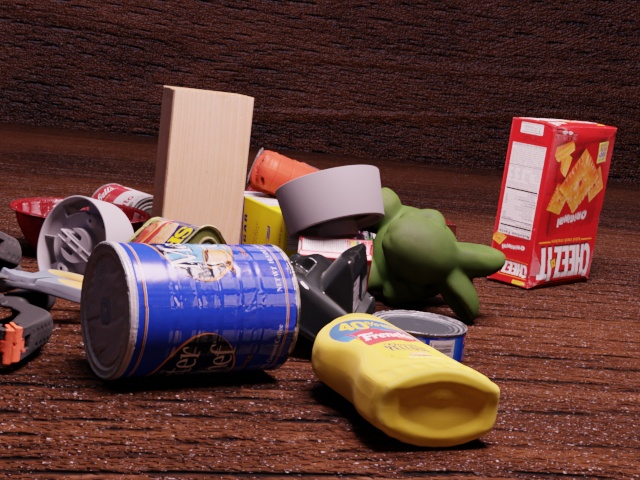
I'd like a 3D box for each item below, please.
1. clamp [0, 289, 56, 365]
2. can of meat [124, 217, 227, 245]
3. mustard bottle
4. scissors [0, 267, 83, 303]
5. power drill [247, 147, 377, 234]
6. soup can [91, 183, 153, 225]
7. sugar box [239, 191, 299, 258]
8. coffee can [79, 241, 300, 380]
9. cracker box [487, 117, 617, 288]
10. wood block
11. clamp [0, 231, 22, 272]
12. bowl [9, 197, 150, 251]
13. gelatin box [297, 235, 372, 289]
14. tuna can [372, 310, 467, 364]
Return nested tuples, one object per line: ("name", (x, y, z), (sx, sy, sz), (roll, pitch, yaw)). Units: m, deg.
("clamp", (-0.266, 0.060, 0.870), (0.164, 0.036, 0.210), (2, 8, -36))
("can of meat", (-0.147, 0.026, 0.997), (0.084, 0.057, 0.102), (12, 49, 47))
("mustard bottle", (0.047, 0.095, 0.800), (0.096, 0.058, 0.192), (4, 9, -23))
("scissors", (-0.259, 0.030, 0.912), (0.201, 0.016, 0.096), (15, 2, -25))
("power drill", (-0.006, -0.061, 1.319), (0.184, 0.057, 0.188), (24, -1, -17))
("soup can", (-0.242, -0.031, 1.360), (0.068, 0.068, 0.102), (-1, 12, -41))
("sugar box", (-0.058, 0.002, 1.205), (0.048, 0.093, 0.176), (2, 9, -27))
("coffee can", (-0.101, 0.053, 0.821), (0.140, 0.103, 0.103), (1, 10, -32))
("cracker box", (0.306, -0.050, 1.400), (0.072, 0.214, 0.163), (17, 14, 41))
("wood block", (-0.137, -0.065, 1.202), (0.090, 0.206, 0.090), (4, 9, -17))
("clamp", (-0.326, 0.018, 0.960), (0.120, 0.039, 0.172), (-6, -12, -20))
("bowl", (-0.281, -0.011, 1.241), (0.162, 0.055, 0.162), (6, 9, -1))
("gelatin box", (0.011, 0.035, 1.072), (0.073, 0.089, 0.030), (5, 48, -2))
("tuna can", (0.086, 0.088, 0.949), (0.086, 0.034, 0.086), (6, 9, -1))
